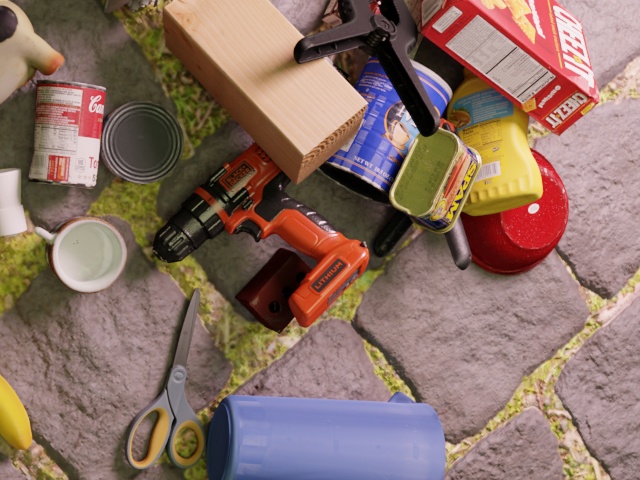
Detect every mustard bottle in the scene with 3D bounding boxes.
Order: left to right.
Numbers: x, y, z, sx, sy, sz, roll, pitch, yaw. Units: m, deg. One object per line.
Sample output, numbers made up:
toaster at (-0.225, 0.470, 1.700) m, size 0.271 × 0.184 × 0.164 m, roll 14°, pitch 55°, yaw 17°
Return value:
mustard bottle at (0.193, -0.130, 1.225) m, size 0.058 × 0.096 × 0.191 m, roll 16°, pitch 63°, yaw -53°

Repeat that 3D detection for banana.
banana at (-0.363, 0.139, 1.058) m, size 0.197 × 0.037 × 0.070 m, roll 31°, pitch 100°, yaw -20°

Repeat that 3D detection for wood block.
wood block at (-0.059, -0.169, 1.087) m, size 0.090 × 0.090 × 0.206 m, roll -41°, pitch 82°, yaw -14°

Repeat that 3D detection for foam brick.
foam brick at (-0.044, 0.055, 1.169) m, size 0.053 × 0.051 × 0.078 m, roll 46°, pitch 77°, yaw -19°

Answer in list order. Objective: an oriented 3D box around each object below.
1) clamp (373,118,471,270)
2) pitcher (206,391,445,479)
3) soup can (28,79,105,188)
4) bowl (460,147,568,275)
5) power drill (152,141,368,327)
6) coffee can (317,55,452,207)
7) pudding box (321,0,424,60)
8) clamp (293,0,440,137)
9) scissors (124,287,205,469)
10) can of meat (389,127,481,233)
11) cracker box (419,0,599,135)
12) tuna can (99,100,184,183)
clamp at (0.118, -0.050, 1.209) m, size 0.039 × 0.120 × 0.171 m, roll 24°, pitch 69°, yaw -61°
pitcher at (0.005, 0.242, 1.158) m, size 0.242 × 0.149 × 0.145 m, roll 8°, pitch 102°, yaw -19°
soup can at (-0.254, -0.105, 1.066) m, size 0.068 × 0.069 × 0.102 m, roll 5°, pitch 92°, yaw -22°
bowl at (0.240, -0.036, 1.275) m, size 0.161 × 0.055 × 0.162 m, roll -1°, pitch 94°, yaw -22°
power drill at (-0.057, 0.001, 1.117) m, size 0.184 × 0.057 × 0.188 m, roll -44°, pitch 78°, yaw -12°
coffee can at (0.069, -0.122, 1.174) m, size 0.102 × 0.103 × 0.140 m, roll 30°, pitch 83°, yaw -21°
pudding box at (0.071, -0.261, 1.201) m, size 0.113 × 0.039 × 0.090 m, roll 29°, pitch 82°, yaw -23°
clamp at (0.048, -0.210, 1.087) m, size 0.164 × 0.036 × 0.210 m, roll 23°, pitch 44°, yaw -23°
scissors at (-0.142, 0.161, 1.157) m, size 0.096 × 0.016 × 0.201 m, roll 30°, pitch 82°, yaw -22°
can of meat at (0.122, -0.066, 1.140) m, size 0.102 × 0.057 × 0.083 m, roll -65°, pitch 156°, yaw 1°
cracker box at (0.208, -0.239, 1.186) m, size 0.213 × 0.072 × 0.164 m, roll 31°, pitch 39°, yaw -24°
tuna can at (-0.188, -0.102, 1.110) m, size 0.086 × 0.034 × 0.086 m, roll -2°, pitch 94°, yaw -22°
